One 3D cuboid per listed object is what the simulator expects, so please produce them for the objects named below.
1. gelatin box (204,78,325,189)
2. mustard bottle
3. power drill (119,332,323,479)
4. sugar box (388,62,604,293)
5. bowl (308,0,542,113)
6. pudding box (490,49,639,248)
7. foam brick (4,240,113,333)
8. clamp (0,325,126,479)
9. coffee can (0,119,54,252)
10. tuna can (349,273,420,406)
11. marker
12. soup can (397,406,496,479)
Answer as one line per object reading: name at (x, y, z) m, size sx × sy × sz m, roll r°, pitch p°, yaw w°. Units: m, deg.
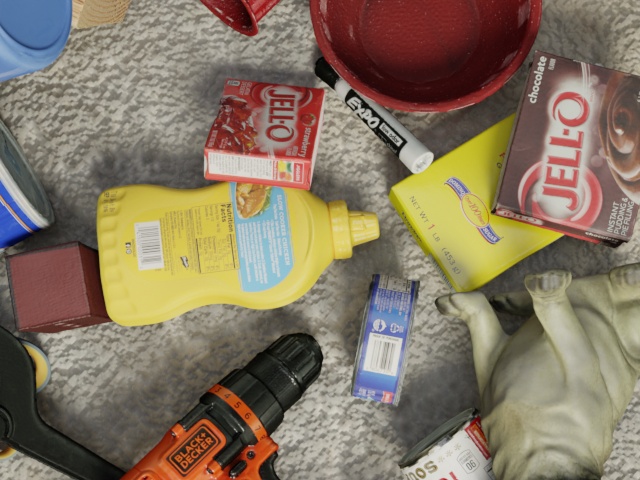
gelatin box at (-0.037, -0.076, 0.743) m, size 0.073 × 0.030 × 0.089 m, roll 7°, pitch 42°, yaw 3°
mustard bottle at (-0.055, 0.001, 0.743) m, size 0.191 × 0.058 × 0.096 m, roll -7°, pitch 77°, yaw 0°
power drill at (-0.019, 0.172, 0.699) m, size 0.188 × 0.057 × 0.184 m, roll 42°, pitch 68°, yaw 14°
sugar box at (0.146, -0.041, 0.751) m, size 0.176 × 0.048 × 0.093 m, roll -32°, pitch 83°, yaw -2°
bowl at (0.073, -0.163, 0.763) m, size 0.162 × 0.055 × 0.162 m, roll 0°, pitch 83°, yaw 1°
pudding box at (0.171, -0.060, 0.711) m, size 0.090 × 0.039 × 0.113 m, roll 15°, pitch 81°, yaw 2°
foam brick at (-0.176, 0.034, 0.732) m, size 0.053 × 0.078 × 0.051 m, roll -12°, pitch 83°, yaw 2°
clamp at (-0.224, 0.131, 0.689) m, size 0.164 × 0.036 × 0.210 m, roll -34°, pitch 99°, yaw -34°
coffee can at (-0.269, -0.021, 0.727) m, size 0.140 × 0.103 × 0.103 m, roll -30°, pitch 83°, yaw -3°
tuna can at (0.043, 0.066, 0.719) m, size 0.034 × 0.086 × 0.086 m, roll 10°, pitch 83°, yaw 4°
marker at (0.035, -0.092, 0.752) m, size 0.020 × 0.020 × 0.121 m, roll -39°, pitch 61°, yaw -4°
soup can at (0.108, 0.171, 0.712) m, size 0.068 × 0.068 × 0.102 m, roll -36°, pitch 84°, yaw -4°
